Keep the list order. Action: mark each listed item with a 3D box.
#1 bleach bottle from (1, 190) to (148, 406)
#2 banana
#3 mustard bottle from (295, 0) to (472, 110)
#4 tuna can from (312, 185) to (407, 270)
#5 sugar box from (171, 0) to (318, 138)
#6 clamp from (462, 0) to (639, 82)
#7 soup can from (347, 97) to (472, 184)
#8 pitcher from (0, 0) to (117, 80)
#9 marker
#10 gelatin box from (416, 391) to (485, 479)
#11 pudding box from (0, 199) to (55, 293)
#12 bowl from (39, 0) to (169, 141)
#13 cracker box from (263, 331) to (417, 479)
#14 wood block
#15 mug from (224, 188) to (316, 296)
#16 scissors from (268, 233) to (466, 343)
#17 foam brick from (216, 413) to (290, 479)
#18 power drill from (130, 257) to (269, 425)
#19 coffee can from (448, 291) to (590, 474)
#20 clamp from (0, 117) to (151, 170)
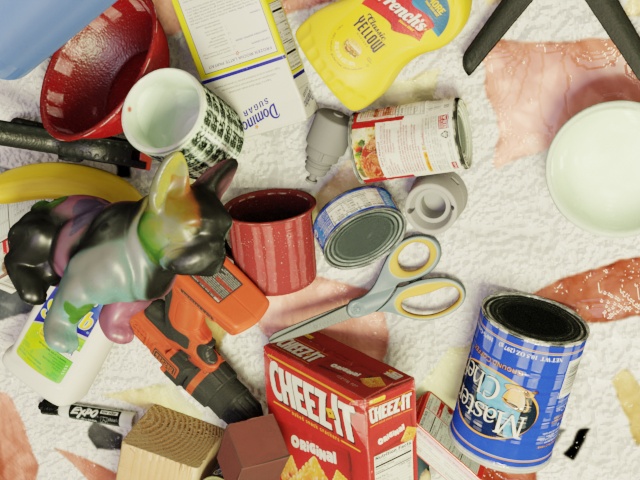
[{"bbox_3d":[-0.248,0.052,1.141,0.103,0.068,0.251,35,112,14],"label":"bleach bottle"},{"bbox_3d":[-0.248,-0.045,1.070,0.198,0.069,0.037,17,157,14],"label":"banana"},{"bbox_3d":[0.076,-0.206,0.949,0.192,0.058,0.096,-36,91,24],"label":"mustard bottle"},{"bbox_3d":[0.037,-0.012,1.012,0.086,0.086,0.034,-46,51,25],"label":"tuna can"},{"bbox_3d":[-0.075,-0.189,1.009,0.093,0.048,0.176,-13,108,22],"label":"sugar box"},{"bbox_3d":[0.216,-0.231,0.908,0.165,0.036,0.210,12,112,13],"label":"clamp"},{"bbox_3d":[0.083,-0.092,0.982,0.102,0.068,0.068,-7,107,18],"label":"soup can"},{"bbox_3d":[-0.246,-0.267,0.996,0.243,0.149,0.145,-34,111,27],"label":"pitcher"},{"bbox_3d":[-0.268,0.198,1.222,0.121,0.020,0.020,6,111,15],"label":"marker"},{"bbox_3d":[0.126,0.203,1.072,0.089,0.073,0.030,40,115,0],"label":"gelatin box"},{"bbox_3d":[-0.305,-0.009,1.125,0.114,0.039,0.090,-27,60,22],"label":"pudding box"},{"bbox_3d":[-0.196,-0.158,1.024,0.162,0.162,0.055,-33,141,24],"label":"bowl"},{"bbox_3d":[0.018,0.216,1.071,0.164,0.071,0.214,20,120,48],"label":"cracker box"},{"bbox_3d":[-0.180,0.302,1.194,0.091,0.090,0.206,18,113,9],"label":"wood block"},{"bbox_3d":[-0.057,0.001,1.052,0.117,0.093,0.081,9,117,29],"label":"mug"},{"bbox_3d":[0.041,0.047,1.056,0.202,0.016,0.096,-6,100,7],"label":"scissors"},{"bbox_3d":[-0.070,0.219,1.084,0.078,0.052,0.051,111,143,-51],"label":"foam brick"},{"bbox_3d":[-0.112,0.098,1.071,0.184,0.057,0.188,42,143,10],"label":"power drill"},{"bbox_3d":[0.186,0.134,1.012,0.103,0.102,0.140,16,113,11],"label":"coffee can"},{"bbox_3d":[-0.255,-0.100,1.081,0.171,0.120,0.039,12,102,-9],"label":"clamp"}]
